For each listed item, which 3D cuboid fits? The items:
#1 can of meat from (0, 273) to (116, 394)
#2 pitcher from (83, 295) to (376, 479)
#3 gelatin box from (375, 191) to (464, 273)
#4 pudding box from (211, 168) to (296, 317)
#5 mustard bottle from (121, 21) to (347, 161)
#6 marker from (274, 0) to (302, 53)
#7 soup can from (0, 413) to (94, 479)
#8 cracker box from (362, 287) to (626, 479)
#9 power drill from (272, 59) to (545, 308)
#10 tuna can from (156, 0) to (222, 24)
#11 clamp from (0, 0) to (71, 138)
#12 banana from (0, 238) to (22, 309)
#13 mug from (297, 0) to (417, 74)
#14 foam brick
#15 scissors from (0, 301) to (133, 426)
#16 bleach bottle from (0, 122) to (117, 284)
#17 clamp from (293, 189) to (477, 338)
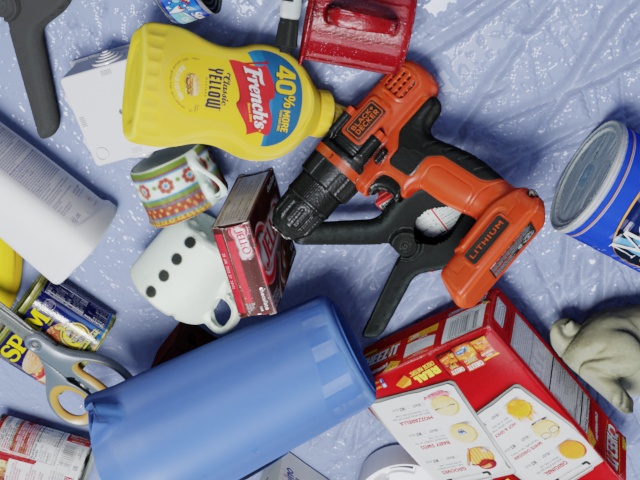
[{"bbox_3d":[-0.260,0.089,1.032,0.084,0.057,0.102,36,116,-15],"label":"can of meat"},{"bbox_3d":[-0.074,0.152,0.956,0.243,0.149,0.145,-26,91,4],"label":"pitcher"},{"bbox_3d":[0.103,-0.026,0.949,0.073,0.030,0.089,-32,109,21],"label":"gelatin box"},{"bbox_3d":[-0.056,0.001,0.933,0.039,0.113,0.090,-9,116,11],"label":"pudding box"},{"bbox_3d":[-0.064,-0.116,0.883,0.191,0.058,0.096,7,84,-25],"label":"mustard bottle"},{"bbox_3d":[-0.021,-0.212,0.860,0.020,0.020,0.121,9,105,2],"label":"marker"},{"bbox_3d":[-0.288,0.224,1.096,0.102,0.068,0.069,17,117,-3],"label":"soup can"},{"bbox_3d":[0.159,0.162,1.001,0.164,0.072,0.213,-30,111,34],"label":"cracker box"},{"bbox_3d":[0.072,-0.032,0.867,0.188,0.057,0.184,42,95,22],"label":"power drill"},{"bbox_3d":[-0.111,-0.216,0.845,0.034,0.086,0.086,-15,114,15],"label":"tuna can"},{"bbox_3d":[-0.256,-0.193,0.900,0.164,0.036,0.210,35,119,-13],"label":"clamp"},{"bbox_3d":[-0.313,0.005,1.009,0.070,0.037,0.198,9,117,23],"label":"banana"},{"bbox_3d":[0.030,-0.175,0.836,0.081,0.117,0.093,10,102,-4],"label":"mug"},{"bbox_3d":[-0.119,0.124,1.036,0.078,0.053,0.051,35,115,-12],"label":"foam brick"},{"bbox_3d":[-0.269,0.111,1.003,0.201,0.016,0.096,30,116,-14],"label":"scissors"},{"bbox_3d":[-0.297,-0.075,0.928,0.250,0.102,0.068,43,110,-14],"label":"bleach bottle"},{"bbox_3d":[0.064,-0.004,0.925,0.172,0.039,0.120,-42,104,16],"label":"clamp"}]
